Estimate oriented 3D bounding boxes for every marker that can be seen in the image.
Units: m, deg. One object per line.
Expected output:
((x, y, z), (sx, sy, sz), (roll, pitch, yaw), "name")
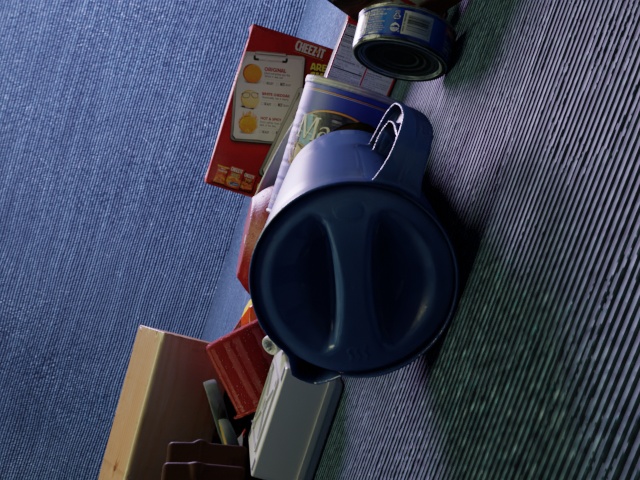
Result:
((-0.012, 0.071, 1.026), (0.120, 0.020, 0.020), (-38, -20, -43), "marker")

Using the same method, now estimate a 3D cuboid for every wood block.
((-0.174, 0.206, 1.176), (0.091, 0.090, 0.206), (4, 78, 64), "wood block")

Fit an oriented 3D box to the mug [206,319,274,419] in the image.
((-0.067, 0.128, 1.112), (0.081, 0.093, 0.117), (63, 170, 2), "mug")

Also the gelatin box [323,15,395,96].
((0.050, -0.197, 1.158), (0.030, 0.073, 0.089), (-83, 12, -55), "gelatin box")

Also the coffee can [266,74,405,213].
((0.015, -0.081, 1.051), (0.103, 0.102, 0.140), (-136, 63, -81), "coffee can")

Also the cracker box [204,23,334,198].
((-0.044, -0.155, 1.394), (0.072, 0.164, 0.214), (-128, 55, -78), "cracker box")

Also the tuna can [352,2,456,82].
((0.071, -0.168, 0.912), (0.086, 0.086, 0.034), (136, 148, -75), "tuna can")

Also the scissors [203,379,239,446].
((-0.090, 0.236, 1.137), (0.096, 0.016, 0.202), (-125, 18, -56), "scissors")

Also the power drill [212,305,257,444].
((-0.099, 0.167, 1.276), (0.185, 0.057, 0.187), (-56, 8, 43), "power drill")

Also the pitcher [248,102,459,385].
((0.027, -0.016, 0.778), (0.243, 0.149, 0.145), (-88, -25, -72), "pitcher")

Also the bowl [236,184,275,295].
((-0.058, 0.001, 1.186), (0.162, 0.055, 0.162), (-169, 91, -83), "bowl")
